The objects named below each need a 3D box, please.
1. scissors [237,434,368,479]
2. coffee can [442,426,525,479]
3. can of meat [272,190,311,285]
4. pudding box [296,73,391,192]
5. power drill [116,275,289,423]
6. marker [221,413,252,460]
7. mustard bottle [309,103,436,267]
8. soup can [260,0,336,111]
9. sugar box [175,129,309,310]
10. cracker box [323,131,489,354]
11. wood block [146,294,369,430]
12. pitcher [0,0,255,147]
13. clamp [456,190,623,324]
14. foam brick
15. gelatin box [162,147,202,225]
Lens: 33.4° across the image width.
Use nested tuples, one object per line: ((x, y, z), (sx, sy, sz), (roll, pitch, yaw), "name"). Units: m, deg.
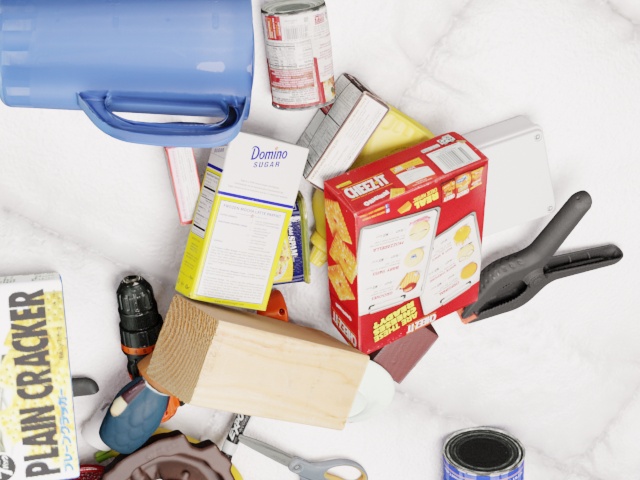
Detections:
((-0.033, 0.289, 1.301), (0.201, 0.016, 0.096), (17, 114, -30), "scissors")
((0.204, 0.322, 1.343), (0.102, 0.103, 0.140), (-8, 114, -11), "coffee can")
((-0.058, 0.002, 1.167), (0.084, 0.057, 0.102), (-7, 113, -9), "can of meat")
((0.019, -0.113, 1.118), (0.039, 0.090, 0.113), (28, 103, -22), "pudding box")
((-0.129, 0.109, 1.196), (0.187, 0.057, 0.184), (-10, 118, -7), "power drill")
((-0.095, 0.219, 1.250), (0.020, 0.020, 0.121), (27, 84, -23), "marker")
((0.046, -0.052, 1.168), (0.096, 0.058, 0.192), (25, 106, -37), "mustard bottle")
((-0.022, -0.190, 1.087), (0.068, 0.068, 0.102), (-11, 114, -9), "soup can")
((-0.080, -0.022, 1.088), (0.093, 0.048, 0.176), (11, 96, -34), "sugar box")
((0.090, 0.004, 1.147), (0.164, 0.072, 0.214), (-23, 137, -20), "cracker box")
((-0.062, 0.130, 1.111), (0.205, 0.091, 0.090), (18, 93, -40), "wood block")
((-0.183, -0.172, 1.014), (0.242, 0.149, 0.145), (-1, 108, -9), "pitcher")
((0.247, 0.027, 1.241), (0.210, 0.036, 0.164), (-29, 143, 6), "clamp")
((0.091, 0.118, 1.256), (0.051, 0.053, 0.078), (34, 101, -24), "foam brick")
((-0.142, -0.070, 1.106), (0.030, 0.073, 0.089), (-13, 115, -8), "gelatin box")
